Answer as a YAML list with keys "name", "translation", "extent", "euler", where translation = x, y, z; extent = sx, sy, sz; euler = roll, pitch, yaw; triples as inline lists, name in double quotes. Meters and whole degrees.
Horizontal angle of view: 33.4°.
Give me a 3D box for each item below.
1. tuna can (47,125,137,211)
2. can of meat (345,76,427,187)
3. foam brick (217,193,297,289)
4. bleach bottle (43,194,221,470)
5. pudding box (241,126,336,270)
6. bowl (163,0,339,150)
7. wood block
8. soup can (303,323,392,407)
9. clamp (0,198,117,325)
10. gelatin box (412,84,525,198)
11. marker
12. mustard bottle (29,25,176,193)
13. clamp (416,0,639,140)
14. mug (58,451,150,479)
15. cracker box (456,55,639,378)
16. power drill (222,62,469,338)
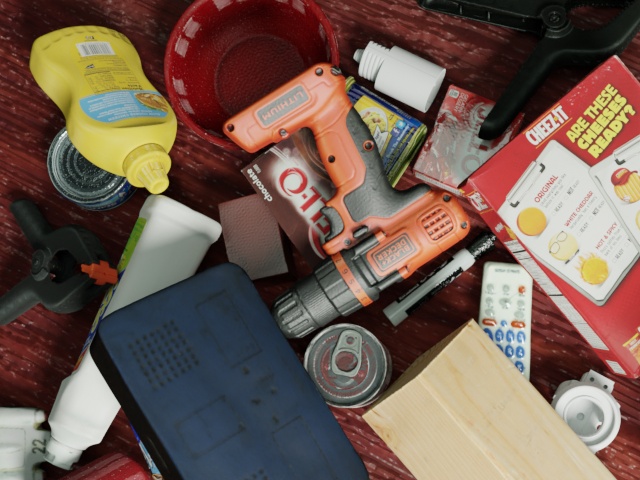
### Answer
- name: "tuna can"
  translation: [-0.211, -0.072, 1.003]
  extent: [0.086, 0.033, 0.086]
  euler: [-1, 82, 7]
- name: "can of meat"
  translation: [0.036, -0.082, 0.961]
  extent: [0.084, 0.057, 0.102]
  euler: [32, 87, 8]
- name: "foam brick"
  translation: [-0.056, 0.001, 0.963]
  extent: [0.053, 0.051, 0.078]
  euler: [-12, 80, 6]
- name: "bleach bottle"
  translation: [-0.175, 0.084, 0.941]
  extent: [0.068, 0.103, 0.251]
  euler: [27, 85, -15]
- name: "pudding box"
  translation: [0.001, -0.042, 0.914]
  extent: [0.090, 0.039, 0.113]
  euler: [-36, 88, 9]
- name: "bowl"
  translation: [-0.060, -0.156, 0.984]
  extent: [0.162, 0.055, 0.162]
  euler: [-1, 82, 7]
- name: "wood block"
  translation: [0.147, 0.179, 0.862]
  extent: [0.206, 0.091, 0.090]
  euler: [48, 50, 4]
- name: "soup can"
  translation: [0.026, 0.108, 0.910]
  extent: [0.068, 0.102, 0.068]
  euler: [-1, 82, 7]
- name: "clamp"
  translation: [-0.242, 0.014, 0.960]
  extent: [0.172, 0.039, 0.120]
  euler: [-7, 79, 39]
- name: "gelatin box"
  translation: [0.134, -0.086, 0.962]
  extent: [0.073, 0.030, 0.089]
  euler: [24, 86, 10]
- name: "marker"
  translation: [0.108, 0.033, 0.953]
  extent: [0.121, 0.020, 0.020]
  euler: [-38, 79, 1]
- name: "mustard bottle"
  translation: [-0.182, -0.113, 0.952]
  extent: [0.096, 0.058, 0.192]
  euler: [-10, 51, -35]
- name: "clamp"
  translation: [0.199, -0.196, 0.960]
  extent: [0.210, 0.036, 0.164]
  euler: [-25, 68, -5]
- name: "mug"
  translation: [-0.199, 0.235, 0.925]
  extent: [0.117, 0.081, 0.093]
  euler: [-9, 101, 48]
- name: "cracker box"
  translation: [0.246, -0.018, 0.895]
  extent: [0.164, 0.072, 0.214]
  euler: [-40, 89, -5]
- name: "power drill"
  translation: [0.001, -0.034, 0.867]
  extent: [0.184, 0.057, 0.187]
  euler: [-33, 94, 4]
